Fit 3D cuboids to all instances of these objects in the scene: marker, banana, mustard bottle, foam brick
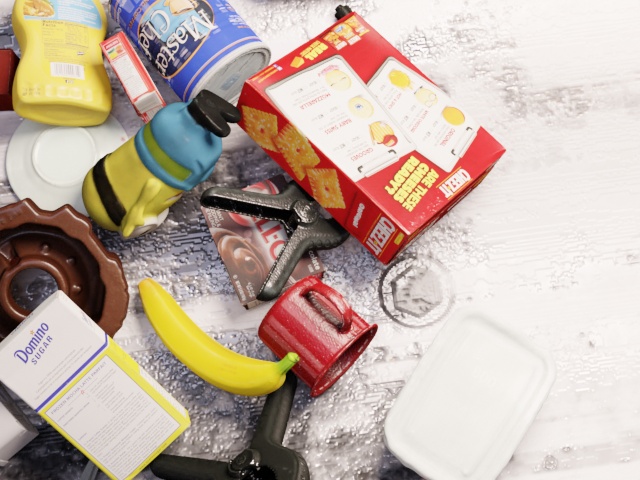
[{"bbox_3d":[0.056,-0.200,1.113,0.020,0.020,0.121,-38,79,-6],"label":"marker"},{"bbox_3d":[-0.104,0.101,1.028,0.198,0.037,0.070,23,102,27],"label":"banana"},{"bbox_3d":[-0.268,-0.214,1.098,0.096,0.058,0.191,3,67,-24],"label":"mustard bottle"},{"bbox_3d":[-0.350,-0.166,1.104,0.078,0.053,0.051,0,77,1],"label":"foam brick"}]

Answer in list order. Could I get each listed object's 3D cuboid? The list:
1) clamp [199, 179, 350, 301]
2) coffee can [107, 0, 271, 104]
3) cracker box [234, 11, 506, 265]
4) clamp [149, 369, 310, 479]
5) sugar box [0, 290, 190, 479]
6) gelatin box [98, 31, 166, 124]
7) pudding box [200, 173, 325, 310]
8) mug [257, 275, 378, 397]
[{"bbox_3d":[-0.031,-0.026,1.023,0.171,0.039,0.120,-33,88,-38],"label":"clamp"},{"bbox_3d":[-0.132,-0.209,1.080,0.102,0.103,0.140,-39,79,-6],"label":"coffee can"},{"bbox_3d":[0.046,-0.103,1.040,0.214,0.072,0.164,44,56,10],"label":"cracker box"},{"bbox_3d":[-0.073,0.212,0.960,0.164,0.210,0.036,-32,120,1],"label":"clamp"},{"bbox_3d":[-0.215,0.139,0.998,0.093,0.048,0.176,-43,104,-2],"label":"sugar box"},{"bbox_3d":[-0.186,-0.159,1.078,0.030,0.089,0.073,-30,78,-3],"label":"gelatin box"},{"bbox_3d":[-0.057,0.001,1.063,0.090,0.039,0.113,-23,78,-4],"label":"pudding box"},{"bbox_3d":[-0.003,0.082,1.008,0.081,0.117,0.093,42,57,15],"label":"mug"}]
